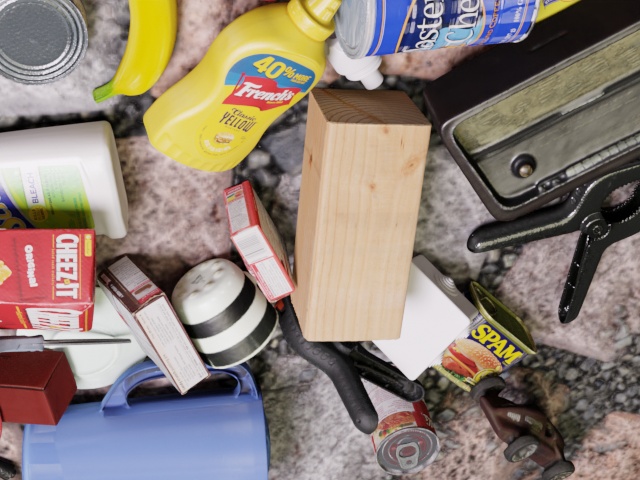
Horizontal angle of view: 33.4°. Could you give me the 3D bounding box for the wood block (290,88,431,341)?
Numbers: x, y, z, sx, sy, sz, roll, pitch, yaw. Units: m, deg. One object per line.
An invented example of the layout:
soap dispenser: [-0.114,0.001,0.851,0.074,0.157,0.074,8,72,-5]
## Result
wood block: [0.031,-0.021,0.947,0.090,0.091,0.206,0,116,-12]

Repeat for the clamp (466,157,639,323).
clamp: [0.270,-0.011,1.059,0.210,0.036,0.164,-38,124,15]

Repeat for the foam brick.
foam brick: [-0.283,0.140,1.028,0.078,0.053,0.051,2,128,16]

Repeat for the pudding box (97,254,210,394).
pudding box: [-0.156,0.079,0.998,0.039,0.090,0.113,-38,129,-15]

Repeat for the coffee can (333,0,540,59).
coffee can: [0.086,-0.200,0.834,0.140,0.103,0.103,-8,127,-14]

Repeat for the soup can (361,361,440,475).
soup can: [0.080,0.186,1.121,0.068,0.102,0.068,-6,126,-8]

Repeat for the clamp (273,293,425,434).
clamp: [0.026,0.113,1.046,0.039,0.171,0.120,-50,155,21]

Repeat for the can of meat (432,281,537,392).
can of meat: [0.159,0.103,1.108,0.084,0.057,0.102,-40,124,19]

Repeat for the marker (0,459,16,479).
marker: [-0.367,0.218,1.102,0.020,0.020,0.121,-43,123,18]

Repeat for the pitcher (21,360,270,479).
pitcher: [-0.172,0.207,1.077,0.242,0.149,0.145,-2,153,-7]

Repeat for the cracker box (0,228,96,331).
cracker box: [-0.299,0.038,0.899,0.213,0.072,0.164,1,169,-12]

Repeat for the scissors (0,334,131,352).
scissors: [-0.284,0.094,0.991,0.201,0.096,0.016,2,91,-48]

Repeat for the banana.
banana: [-0.147,-0.191,0.840,0.069,0.037,0.198,-2,126,-12]

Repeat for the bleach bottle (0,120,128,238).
bleach bottle: [-0.296,-0.037,0.906,0.250,0.068,0.102,-8,123,-4]

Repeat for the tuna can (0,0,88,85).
tuna can: [-0.227,-0.168,0.842,0.086,0.034,0.086,-6,127,-8]

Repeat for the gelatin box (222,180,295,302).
gelatin box: [-0.056,0.001,0.977,0.030,0.073,0.089,-23,128,6]

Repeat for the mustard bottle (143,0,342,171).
mustard bottle: [-0.052,-0.135,0.864,0.096,0.058,0.192,16,133,-43]
